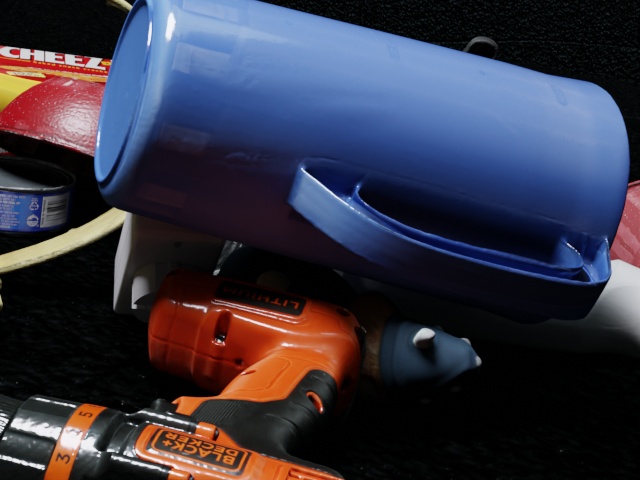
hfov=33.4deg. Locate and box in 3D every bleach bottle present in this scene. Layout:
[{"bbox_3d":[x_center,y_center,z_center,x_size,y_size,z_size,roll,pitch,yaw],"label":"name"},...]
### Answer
[{"bbox_3d":[0.124,0.032,0.664,0.251,0.068,0.102,13,21,-2],"label":"bleach bottle"}]

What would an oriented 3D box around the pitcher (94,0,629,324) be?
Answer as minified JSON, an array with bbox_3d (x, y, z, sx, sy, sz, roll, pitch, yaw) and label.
[{"bbox_3d":[0.021,-0.039,0.520,0.242,0.145,0.149,12,-15,-21],"label":"pitcher"}]

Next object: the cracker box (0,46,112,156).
[{"bbox_3d":[-0.220,-0.120,0.949,0.164,0.072,0.214,6,16,-17],"label":"cracker box"}]

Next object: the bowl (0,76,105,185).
[{"bbox_3d":[-0.155,-0.074,0.758,0.162,0.055,0.162,17,-6,2],"label":"bowl"}]

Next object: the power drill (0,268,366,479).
[{"bbox_3d":[-0.060,0.069,0.432,0.184,0.057,0.187,16,19,5],"label":"power drill"}]

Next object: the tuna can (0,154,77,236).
[{"bbox_3d":[-0.209,-0.031,0.719,0.086,0.034,0.086,9,16,-3],"label":"tuna can"}]
